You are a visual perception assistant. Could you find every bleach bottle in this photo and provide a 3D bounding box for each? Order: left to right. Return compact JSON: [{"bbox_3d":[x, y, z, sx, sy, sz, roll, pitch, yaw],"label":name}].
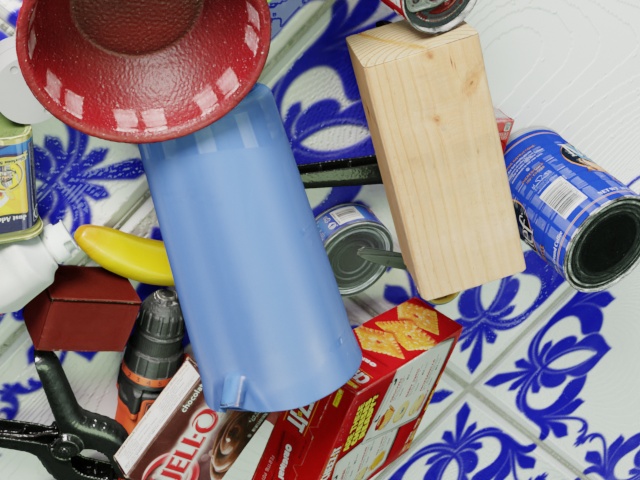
[{"bbox_3d":[-0.297,0.059,0.793,0.250,0.068,0.102,-32,174,-9],"label":"bleach bottle"}]

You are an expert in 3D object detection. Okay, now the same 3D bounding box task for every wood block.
[{"bbox_3d":[0.093,-0.069,0.862,0.090,0.091,0.206,-17,117,0],"label":"wood block"}]

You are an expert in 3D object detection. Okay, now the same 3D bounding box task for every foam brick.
[{"bbox_3d":[-0.197,0.056,0.876,0.078,0.053,0.051,5,119,-32],"label":"foam brick"}]

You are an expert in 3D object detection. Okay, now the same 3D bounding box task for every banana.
[{"bbox_3d":[-0.111,0.007,0.907,0.197,0.037,0.069,-10,108,-27],"label":"banana"}]

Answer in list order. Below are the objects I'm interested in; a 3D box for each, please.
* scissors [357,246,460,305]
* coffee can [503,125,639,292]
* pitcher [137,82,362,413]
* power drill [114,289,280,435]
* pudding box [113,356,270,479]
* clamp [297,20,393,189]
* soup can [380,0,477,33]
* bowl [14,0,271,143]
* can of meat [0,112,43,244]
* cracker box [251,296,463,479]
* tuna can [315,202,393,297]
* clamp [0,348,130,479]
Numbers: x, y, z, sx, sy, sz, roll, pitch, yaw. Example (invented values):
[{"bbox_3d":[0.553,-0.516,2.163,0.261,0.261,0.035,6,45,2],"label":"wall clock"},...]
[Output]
[{"bbox_3d":[0.103,0.009,1.017,0.096,0.016,0.201,-52,147,-1],"label":"scissors"},{"bbox_3d":[0.230,-0.032,1.008,0.102,0.140,0.103,-16,129,-21],"label":"coffee can"},{"bbox_3d":[-0.056,0.001,0.842,0.145,0.149,0.243,-20,108,-13],"label":"pitcher"},{"bbox_3d":[-0.094,0.119,0.982,0.187,0.057,0.185,0,126,-27],"label":"power drill"},{"bbox_3d":[-0.111,0.169,0.932,0.090,0.039,0.113,35,90,-40],"label":"pudding box"},{"bbox_3d":[0.076,-0.069,0.931,0.209,0.036,0.165,36,105,-25],"label":"clamp"},{"bbox_3d":[0.067,-0.208,0.809,0.068,0.102,0.068,-16,129,-21],"label":"soup can"},{"bbox_3d":[-0.115,-0.141,0.691,0.162,0.055,0.162,-9,135,-10],"label":"bowl"},{"bbox_3d":[-0.255,-0.043,0.767,0.102,0.057,0.084,-11,125,-24],"label":"can of meat"},{"bbox_3d":[0.037,0.159,1.023,0.213,0.072,0.164,-19,136,-55],"label":"cracker box"},{"bbox_3d":[0.024,0.010,0.988,0.086,0.034,0.086,-16,129,-21],"label":"tuna can"},{"bbox_3d":[-0.217,0.161,0.919,0.171,0.039,0.120,32,120,-28],"label":"clamp"}]
